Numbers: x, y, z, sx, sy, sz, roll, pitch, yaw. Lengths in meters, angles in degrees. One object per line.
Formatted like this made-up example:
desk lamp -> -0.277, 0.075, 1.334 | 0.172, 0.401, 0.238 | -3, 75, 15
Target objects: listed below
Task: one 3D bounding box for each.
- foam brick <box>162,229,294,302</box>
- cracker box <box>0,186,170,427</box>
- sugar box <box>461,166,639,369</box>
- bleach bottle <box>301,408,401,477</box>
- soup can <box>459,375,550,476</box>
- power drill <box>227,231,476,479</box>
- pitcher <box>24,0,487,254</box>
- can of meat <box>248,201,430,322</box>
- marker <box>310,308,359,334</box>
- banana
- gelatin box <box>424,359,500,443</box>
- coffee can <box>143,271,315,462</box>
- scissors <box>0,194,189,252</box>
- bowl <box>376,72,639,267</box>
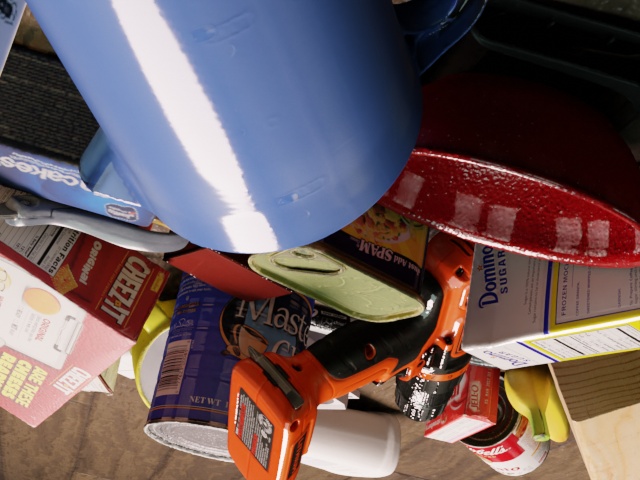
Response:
foam brick -> -0.055, 0.001, 0.701 | 0.078, 0.053, 0.051 | 29, 151, -36
cracker box -> -0.229, 0.015, 0.694 | 0.213, 0.072, 0.164 | 37, 137, -16
sugar box -> 0.160, 0.013, 0.586 | 0.048, 0.093, 0.177 | 26, 153, -30
bleach bottle -> -0.038, 0.183, 1.047 | 0.103, 0.068, 0.250 | -11, 156, 43
soup can -> 0.163, 0.168, 0.965 | 0.069, 0.068, 0.102 | -2, 153, 28
power drill -> 0.028, 0.091, 0.698 | 0.057, 0.187, 0.184 | 42, 145, 30
pitcher -> -0.037, -0.112, 0.368 | 0.145, 0.149, 0.242 | 18, 157, 23
can of meat -> 0.016, -0.012, 0.602 | 0.102, 0.084, 0.058 | 26, 152, -32
marker -> -0.021, 0.060, 0.863 | 0.121, 0.020, 0.020 | 15, 156, -9
banana -> 0.177, 0.130, 0.871 | 0.037, 0.069, 0.197 | -8, 168, 18
gelatin box -> 0.116, 0.120, 0.869 | 0.030, 0.073, 0.089 | 15, 156, -10
coffee can -> -0.062, 0.080, 0.773 | 0.103, 0.140, 0.103 | 9, 156, 4
scissors -> -0.150, -0.010, 0.607 | 0.096, 0.016, 0.201 | 28, -157, 20
bowl -> 0.091, -0.038, 0.519 | 0.162, 0.055, 0.162 | 18, 171, 3
